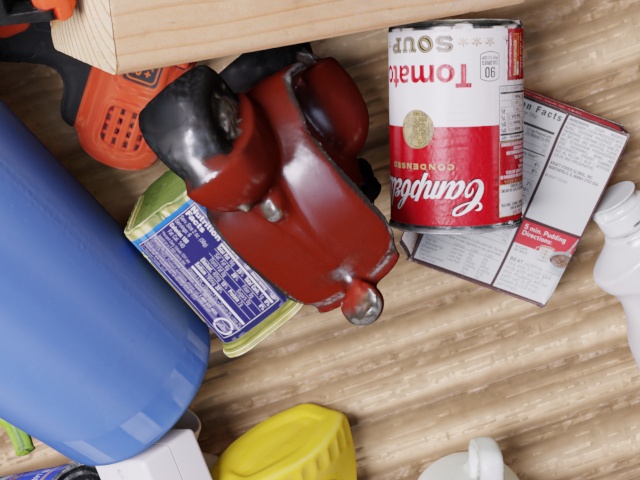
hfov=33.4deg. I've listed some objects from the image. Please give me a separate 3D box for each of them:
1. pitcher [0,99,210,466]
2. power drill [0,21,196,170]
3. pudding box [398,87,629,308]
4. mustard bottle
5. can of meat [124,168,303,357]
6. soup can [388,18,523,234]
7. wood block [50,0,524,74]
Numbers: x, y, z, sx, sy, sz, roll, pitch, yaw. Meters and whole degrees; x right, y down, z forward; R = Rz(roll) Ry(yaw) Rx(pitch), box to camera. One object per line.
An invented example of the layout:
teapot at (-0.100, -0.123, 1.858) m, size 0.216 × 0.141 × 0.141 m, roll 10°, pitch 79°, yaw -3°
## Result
pitcher at (-0.171, 0.008, 0.526) m, size 0.145 × 0.149 × 0.242 m, roll -31°, pitch 129°, yaw 13°
power drill at (-0.140, -0.144, 0.529) m, size 0.187 × 0.057 × 0.184 m, roll 18°, pitch 104°, yaw -10°
pudding box at (0.107, -0.028, 0.600) m, size 0.090 × 0.039 × 0.113 m, roll 20°, pitch 104°, yaw -8°
mustard bottle at (-0.008, 0.203, 0.650) m, size 0.058 × 0.096 × 0.191 m, roll 8°, pitch 118°, yaw 40°
can of meat at (-0.054, 0.001, 0.565) m, size 0.057 × 0.102 × 0.084 m, roll -38°, pitch 106°, yaw 9°
soup can at (0.068, -0.058, 0.536) m, size 0.068 × 0.068 × 0.102 m, roll -2°, pitch 100°, yaw -4°
wood block at (-0.015, -0.140, 0.481) m, size 0.205 × 0.091 × 0.090 m, roll -15°, pitch 113°, yaw -26°
